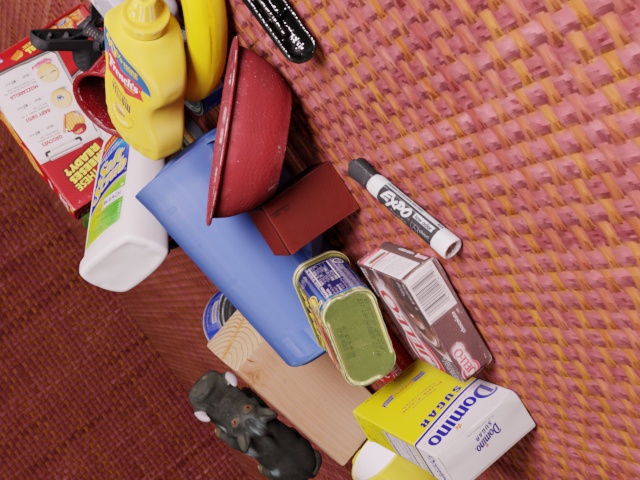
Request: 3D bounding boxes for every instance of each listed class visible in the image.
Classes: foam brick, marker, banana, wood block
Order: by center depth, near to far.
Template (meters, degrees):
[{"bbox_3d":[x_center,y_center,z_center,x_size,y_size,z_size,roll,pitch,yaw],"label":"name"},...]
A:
[{"bbox_3d":[0.063,-0.028,0.837,0.121,0.020,0.020,43,161,32],"label":"marker"},{"bbox_3d":[-0.107,-0.185,0.930,0.070,0.037,0.198,52,156,35],"label":"banana"},{"bbox_3d":[-0.017,-0.028,0.955,0.053,0.078,0.051,58,164,-9],"label":"foam brick"},{"bbox_3d":[-0.025,0.165,1.273,0.206,0.090,0.090,46,170,-31],"label":"wood block"}]

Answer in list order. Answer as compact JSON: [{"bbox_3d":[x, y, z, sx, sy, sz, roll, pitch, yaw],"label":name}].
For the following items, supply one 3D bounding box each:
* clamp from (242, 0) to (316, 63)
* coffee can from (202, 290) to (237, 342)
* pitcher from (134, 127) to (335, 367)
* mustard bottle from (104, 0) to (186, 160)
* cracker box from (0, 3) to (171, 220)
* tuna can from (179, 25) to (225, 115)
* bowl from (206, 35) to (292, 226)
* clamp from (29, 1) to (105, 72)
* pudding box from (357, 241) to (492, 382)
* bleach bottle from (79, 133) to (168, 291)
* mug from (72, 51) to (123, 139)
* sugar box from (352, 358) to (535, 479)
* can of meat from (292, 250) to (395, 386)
[{"bbox_3d":[-0.080,-0.238,0.770,0.210,0.036,0.164,46,163,26],"label":"clamp"},{"bbox_3d":[-0.094,0.101,1.392,0.103,0.102,0.140,54,164,-1],"label":"coffee can"},{"bbox_3d":[-0.057,0.001,1.061,0.243,0.145,0.149,51,-171,-5],"label":"pitcher"},{"bbox_3d":[-0.155,-0.155,0.943,0.096,0.058,0.192,56,158,17],"label":"mustard bottle"},{"bbox_3d":[-0.299,-0.158,1.322,0.214,0.164,0.072,53,166,3],"label":"cracker box"},{"bbox_3d":[-0.128,-0.167,1.056,0.086,0.033,0.086,48,163,19],"label":"tuna can"},{"bbox_3d":[-0.059,-0.088,0.904,0.162,0.055,0.162,-172,90,-82],"label":"bowl"},{"bbox_3d":[-0.252,-0.220,1.157,0.039,0.120,0.171,44,166,18],"label":"clamp"},{"bbox_3d":[0.088,0.060,0.911,0.113,0.039,0.090,60,164,-20],"label":"pudding box"},{"bbox_3d":[-0.214,-0.073,1.187,0.068,0.103,0.251,26,-138,-35],"label":"bleach bottle"},{"bbox_3d":[-0.212,-0.169,1.143,0.117,0.081,0.093,4,138,34],"label":"mug"},{"bbox_3d":[0.107,0.162,0.975,0.048,0.093,0.176,57,163,-13],"label":"sugar box"},{"bbox_3d":[0.023,0.072,0.973,0.084,0.057,0.102,-130,17,-63],"label":"can of meat"}]
